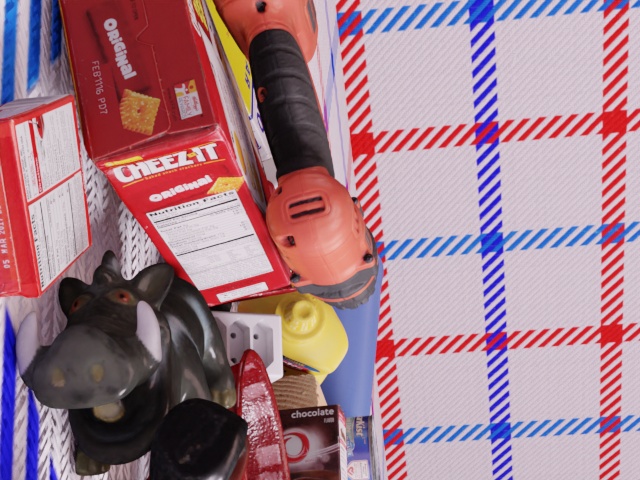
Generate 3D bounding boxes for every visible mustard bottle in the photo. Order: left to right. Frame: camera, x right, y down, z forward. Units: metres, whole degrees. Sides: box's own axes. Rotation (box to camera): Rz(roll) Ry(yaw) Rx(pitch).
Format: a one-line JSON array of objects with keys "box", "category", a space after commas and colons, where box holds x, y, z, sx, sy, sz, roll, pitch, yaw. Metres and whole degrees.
[{"box": [-0.025, 0.076, 0.889, 0.058, 0.096, 0.192, -54, 178, -17], "category": "mustard bottle"}]

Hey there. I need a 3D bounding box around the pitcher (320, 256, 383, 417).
[{"box": [-0.004, 0.129, 1.166, 0.149, 0.145, 0.242, 61, 26, -48], "category": "pitcher"}]

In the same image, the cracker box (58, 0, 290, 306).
[{"box": [-0.083, -0.074, 0.615, 0.213, 0.072, 0.164, 70, 3, -66], "category": "cracker box"}]

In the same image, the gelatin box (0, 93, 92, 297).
[{"box": [-0.127, -0.021, 0.459, 0.089, 0.030, 0.073, -76, 162, -75], "category": "gelatin box"}]

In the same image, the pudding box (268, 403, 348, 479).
[{"box": [-0.036, 0.175, 0.802, 0.039, 0.113, 0.090, 69, 17, -60], "category": "pudding box"}]

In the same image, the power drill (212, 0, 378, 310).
[{"box": [-0.009, -0.056, 0.636, 0.184, 0.057, 0.188, 66, 8, -74], "category": "power drill"}]

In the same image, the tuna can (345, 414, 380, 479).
[{"box": [0.035, 0.204, 0.976, 0.086, 0.034, 0.086, -5, 90, -85], "category": "tuna can"}]
